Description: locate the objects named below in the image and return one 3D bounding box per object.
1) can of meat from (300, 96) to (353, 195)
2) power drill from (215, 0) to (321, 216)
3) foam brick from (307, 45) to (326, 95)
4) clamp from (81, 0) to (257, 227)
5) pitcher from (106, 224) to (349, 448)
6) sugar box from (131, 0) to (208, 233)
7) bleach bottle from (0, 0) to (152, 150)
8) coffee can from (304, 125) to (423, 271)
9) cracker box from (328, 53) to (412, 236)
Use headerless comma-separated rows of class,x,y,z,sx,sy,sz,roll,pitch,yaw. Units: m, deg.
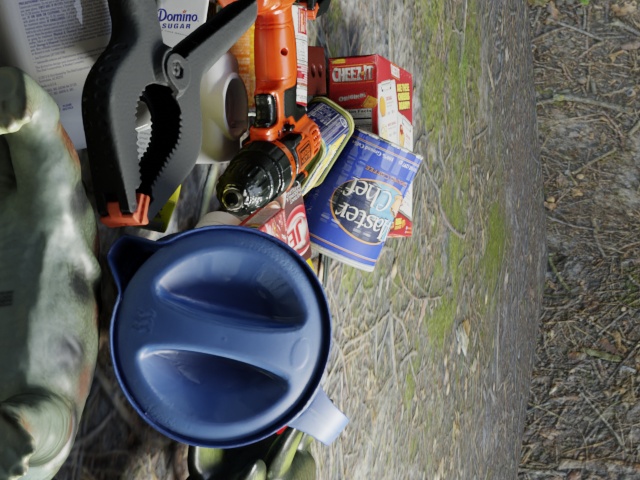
can of meat,-0.019,-0.089,1.103,0.102,0.057,0.083,-57,176,31
power drill,-0.048,-0.127,0.872,0.184,0.057,0.188,-56,146,-65
foam brick,-0.031,-0.177,1.119,0.078,0.051,0.053,-27,117,-69
clamp,-0.097,-0.105,0.667,0.164,0.036,0.210,25,65,-55
pitcher,-0.073,0.059,0.741,0.243,0.145,0.149,-166,-110,-78
sugar box,-0.120,-0.102,0.814,0.093,0.048,0.176,137,-37,-71
bleach bottle,-0.168,-0.184,0.654,0.102,0.068,0.251,-22,116,-32
coffee can,0.040,-0.049,1.187,0.140,0.103,0.102,-66,162,5
cracker box,0.063,-0.111,1.323,0.164,0.072,0.214,1,89,-71
